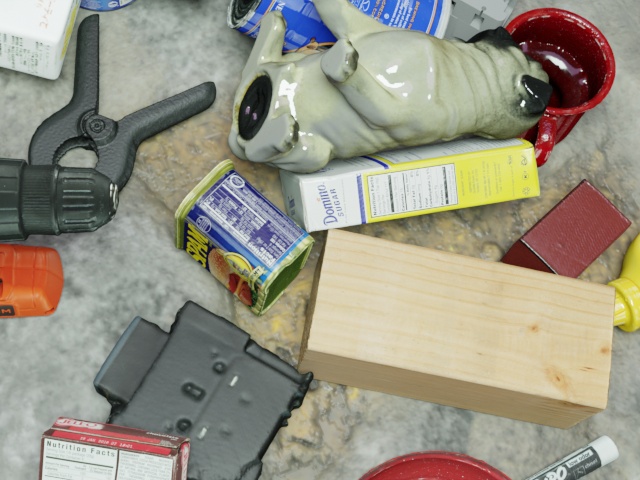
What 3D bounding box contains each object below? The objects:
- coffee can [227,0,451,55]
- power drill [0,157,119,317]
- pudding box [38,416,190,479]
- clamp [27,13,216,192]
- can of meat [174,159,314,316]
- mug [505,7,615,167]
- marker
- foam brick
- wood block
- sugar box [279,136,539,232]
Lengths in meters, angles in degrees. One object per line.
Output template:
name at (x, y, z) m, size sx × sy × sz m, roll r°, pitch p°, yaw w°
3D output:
coffee can at (0.014, -0.180, 0.816) m, size 0.140 × 0.103 × 0.102 m, roll 22°, pitch 67°, yaw -21°
power drill at (-0.219, -0.002, 0.702) m, size 0.184 × 0.188 × 0.057 m, roll 1°, pitch 68°, yaw -4°
pudding box at (-0.136, 0.177, 0.691) m, size 0.090 × 0.039 × 0.113 m, roll 9°, pitch 101°, yaw 7°
clamp at (-0.175, -0.092, 0.819) m, size 0.120 × 0.039 × 0.171 m, roll 37°, pitch 70°, yaw 9°
can of meat at (-0.055, 0.001, 0.766) m, size 0.084 × 0.102 × 0.057 m, roll 41°, pitch 71°, yaw 6°
mug at (0.174, -0.112, 0.843) m, size 0.093 × 0.081 × 0.117 m, roll 6°, pitch 69°, yaw -4°
marker at (0.160, 0.176, 0.768) m, size 0.121 × 0.020 × 0.020 m, roll -25°, pitch 74°, yaw -15°
foam brick at (0.188, 0.001, 0.818) m, size 0.078 × 0.053 × 0.051 m, roll -40°, pitch 79°, yaw -19°
wood block at (0.094, 0.065, 0.763) m, size 0.206 × 0.091 × 0.090 m, roll 11°, pitch 69°, yaw -2°
sugar box at (0.064, -0.044, 0.798) m, size 0.176 × 0.093 × 0.048 m, roll -12°, pitch 101°, yaw -9°
